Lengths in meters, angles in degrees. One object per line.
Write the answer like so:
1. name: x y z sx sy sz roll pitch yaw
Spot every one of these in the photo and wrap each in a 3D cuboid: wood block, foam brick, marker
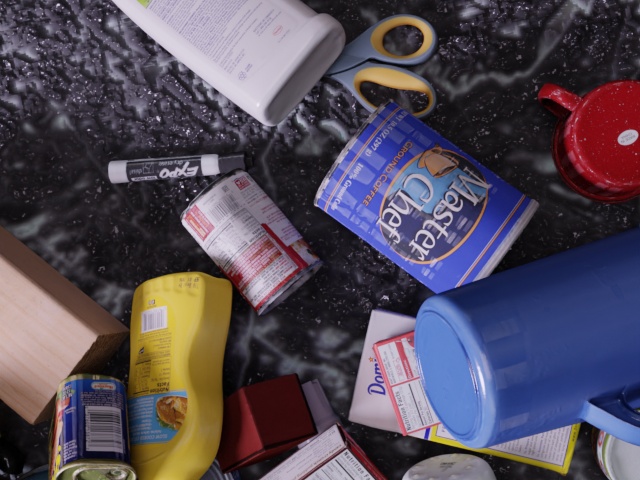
1. wood block: -0.270 0.046 0.867 0.206 0.091 0.090 38 93 6
2. foam brick: -0.047 0.143 0.836 0.052 0.078 0.051 -11 72 -35
3. marker: -0.115 -0.061 0.888 0.121 0.020 0.020 -4 88 6

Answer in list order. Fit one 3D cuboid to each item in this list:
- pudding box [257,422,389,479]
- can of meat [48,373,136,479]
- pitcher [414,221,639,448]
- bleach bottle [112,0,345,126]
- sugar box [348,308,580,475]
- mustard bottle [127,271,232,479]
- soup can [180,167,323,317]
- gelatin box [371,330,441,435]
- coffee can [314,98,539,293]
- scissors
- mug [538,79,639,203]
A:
1. pudding box: -0.002 0.210 0.839 0.113 0.039 0.090 -37 115 3
2. can of meat: -0.175 0.162 0.804 0.057 0.084 0.102 5 134 -19
3. pitcher: 0.198 0.070 0.743 0.242 0.149 0.145 -14 95 -18
4. bleach bottle: -0.105 -0.205 0.862 0.251 0.068 0.102 41 91 14
5. sugar box: 0.118 0.117 0.843 0.176 0.048 0.093 13 90 11
6. mustard bottle: -0.114 0.125 0.828 0.096 0.058 0.191 -15 66 42
7. soup can: -0.056 0.001 0.854 0.068 0.068 0.102 -41 84 4
8. gelatin box: 0.092 0.099 0.809 0.089 0.030 0.073 -19 86 7
9. coffee can: 0.081 -0.028 0.821 0.140 0.102 0.103 36 93 6
10. scissors: 0.008 -0.162 0.878 0.202 0.016 0.096 24 90 7
11. mug: 0.218 -0.084 0.817 0.117 0.081 0.093 38 93 6
